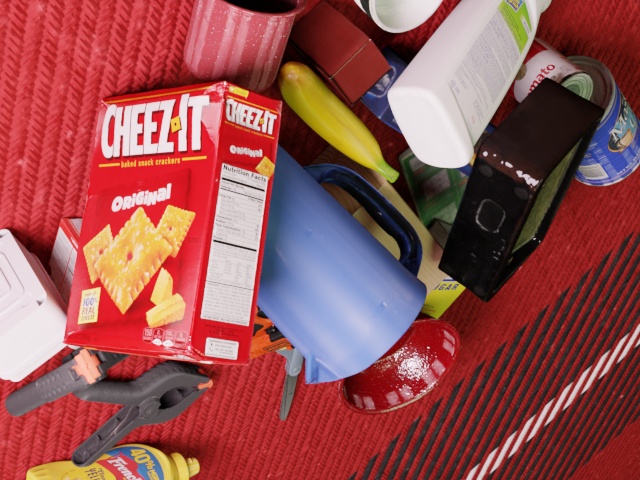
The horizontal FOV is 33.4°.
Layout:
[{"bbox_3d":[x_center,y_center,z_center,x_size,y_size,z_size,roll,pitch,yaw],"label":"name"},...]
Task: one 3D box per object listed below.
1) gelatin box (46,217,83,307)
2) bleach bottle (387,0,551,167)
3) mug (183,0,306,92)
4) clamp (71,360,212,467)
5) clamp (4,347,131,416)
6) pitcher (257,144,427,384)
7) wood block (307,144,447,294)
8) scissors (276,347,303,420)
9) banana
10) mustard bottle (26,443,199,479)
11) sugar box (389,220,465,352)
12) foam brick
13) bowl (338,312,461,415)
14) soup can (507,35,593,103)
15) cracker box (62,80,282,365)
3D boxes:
[{"bbox_3d":[-0.219,0.035,0.970,0.030,0.073,0.089,-3,128,-39],"label":"gelatin box"},{"bbox_3d":[0.164,-0.191,1.039,0.250,0.068,0.102,-52,129,-27],"label":"bleach bottle"},{"bbox_3d":[-0.061,-0.182,0.896,0.117,0.093,0.082,-41,158,-49],"label":"mug"},{"bbox_3d":[-0.196,0.168,1.149,0.171,0.039,0.120,-28,145,-28],"label":"clamp"},{"bbox_3d":[-0.229,0.123,0.996,0.164,0.036,0.210,-31,-179,-9],"label":"clamp"},{"bbox_3d":[-0.020,-0.002,0.987,0.145,0.149,0.242,-39,102,19],"label":"pitcher"},{"bbox_3d":[0.056,-0.009,1.156,0.091,0.090,0.205,-44,142,2],"label":"wood block"},{"bbox_3d":[-0.045,0.147,1.279,0.096,0.016,0.202,0,126,-39],"label":"scissors"},{"bbox_3d":[0.009,-0.119,0.993,0.197,0.070,0.037,37,82,-48],"label":"banana"},{"bbox_3d":[-0.221,0.273,1.180,0.191,0.096,0.058,-9,131,-36],"label":"mustard bottle"},{"bbox_3d":[0.123,0.061,1.306,0.093,0.048,0.176,17,122,-47],"label":"sugar box"},{"bbox_3d":[0.016,-0.171,0.974,0.051,0.078,0.053,-45,145,3],"label":"foam brick"},{"bbox_3d":[0.085,0.135,1.274,0.162,0.055,0.162,-17,137,-16],"label":"bowl"},{"bbox_3d":[0.231,-0.175,1.138,0.068,0.102,0.068,-24,139,-22],"label":"soup can"},{"bbox_3d":[-0.123,-0.013,0.861,0.072,0.164,0.214,14,80,-47],"label":"cracker box"}]
